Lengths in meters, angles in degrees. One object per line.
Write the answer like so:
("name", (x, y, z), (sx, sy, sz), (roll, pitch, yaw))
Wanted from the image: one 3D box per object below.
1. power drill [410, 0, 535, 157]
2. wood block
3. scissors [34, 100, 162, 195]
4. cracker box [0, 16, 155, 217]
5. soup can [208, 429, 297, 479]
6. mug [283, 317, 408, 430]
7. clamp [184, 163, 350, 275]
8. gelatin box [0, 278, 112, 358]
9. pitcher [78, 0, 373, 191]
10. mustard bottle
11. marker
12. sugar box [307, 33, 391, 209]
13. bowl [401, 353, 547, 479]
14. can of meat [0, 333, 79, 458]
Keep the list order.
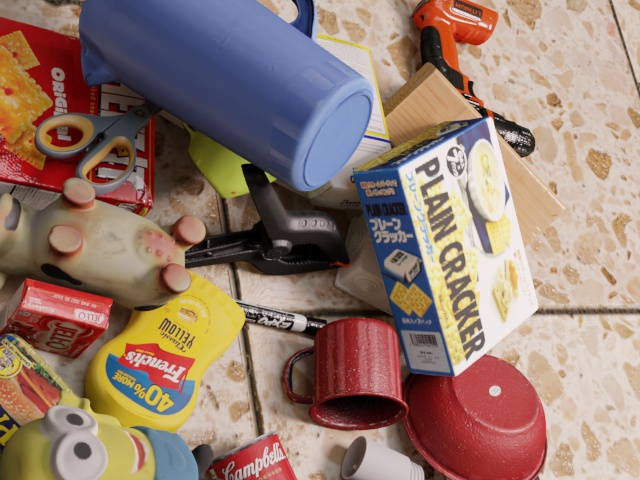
("power drill", (0.175, -0.194, 1.269), (0.184, 0.057, 0.187), (16, 60, -24))
("wood block", (0.159, -0.086, 1.158), (0.206, 0.091, 0.090), (45, 10, -10))
("scissors", (-0.182, -0.113, 0.947), (0.096, 0.016, 0.201), (23, 43, -4))
("cracker box", (-0.257, -0.108, 0.955), (0.213, 0.072, 0.164), (11, 62, -28))
("soup can", (-0.048, 0.224, 0.924), (0.068, 0.069, 0.102), (-19, 79, -36))
("mug", (0.023, 0.126, 1.011), (0.117, 0.093, 0.081), (-5, 59, 6))
("clamp", (-0.057, 0.001, 1.009), (0.209, 0.165, 0.036), (21, 46, -49))
("gelatin box", (-0.221, 0.066, 0.881), (0.073, 0.089, 0.030), (17, 61, -24))
("pitcher", (-0.071, -0.155, 0.906), (0.243, 0.149, 0.144), (35, 30, 20))
("mustard bottle", (-0.147, 0.115, 0.922), (0.096, 0.058, 0.191), (34, 54, -6))
("marker", (-0.045, 0.075, 1.029), (0.121, 0.020, 0.020), (15, 60, -25))
("sugar box", (0.020, -0.119, 1.075), (0.093, 0.048, 0.176), (7, 66, -37))
("bowl", (0.163, 0.166, 1.058), (0.162, 0.055, 0.162), (13, 44, -13))
("can of meat", (-0.250, 0.136, 0.851), (0.102, 0.058, 0.083), (48, 50, -2))
